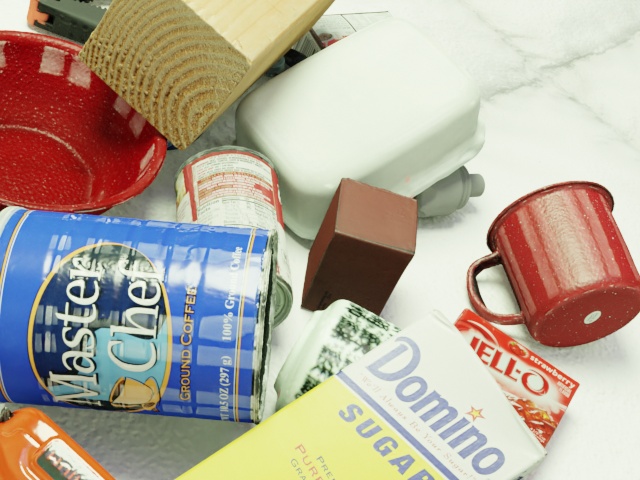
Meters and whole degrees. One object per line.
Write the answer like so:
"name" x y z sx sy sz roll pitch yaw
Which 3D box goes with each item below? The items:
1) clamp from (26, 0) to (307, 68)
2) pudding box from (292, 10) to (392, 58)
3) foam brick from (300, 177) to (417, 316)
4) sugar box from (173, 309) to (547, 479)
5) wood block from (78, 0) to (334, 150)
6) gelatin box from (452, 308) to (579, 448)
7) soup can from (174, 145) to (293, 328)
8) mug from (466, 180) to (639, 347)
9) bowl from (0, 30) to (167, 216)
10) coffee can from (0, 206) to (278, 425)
"clamp" -0.116 -0.176 0.821 0.209 0.036 0.165 -16 62 -33
"pudding box" 0.040 -0.134 0.850 0.089 0.039 0.113 -10 55 -32
"foam brick" 0.024 0.008 0.678 0.053 0.078 0.051 17 46 -8
"sugar box" 0.013 0.119 0.527 0.176 0.048 0.093 -34 71 -5
"wood block" -0.056 -0.161 0.717 0.091 0.090 0.205 42 40 -5
"gelatin box" 0.108 0.093 0.669 0.089 0.030 0.073 35 44 10
"soup can" -0.054 0.001 0.657 0.068 0.069 0.102 7 47 -18
"mug" 0.158 0.023 0.726 0.117 0.093 0.081 -16 56 3
"bowl" -0.180 -0.059 0.664 0.162 0.055 0.162 15 43 -15
"coffee can" -0.096 0.039 0.553 0.140 0.103 0.102 5 45 1
